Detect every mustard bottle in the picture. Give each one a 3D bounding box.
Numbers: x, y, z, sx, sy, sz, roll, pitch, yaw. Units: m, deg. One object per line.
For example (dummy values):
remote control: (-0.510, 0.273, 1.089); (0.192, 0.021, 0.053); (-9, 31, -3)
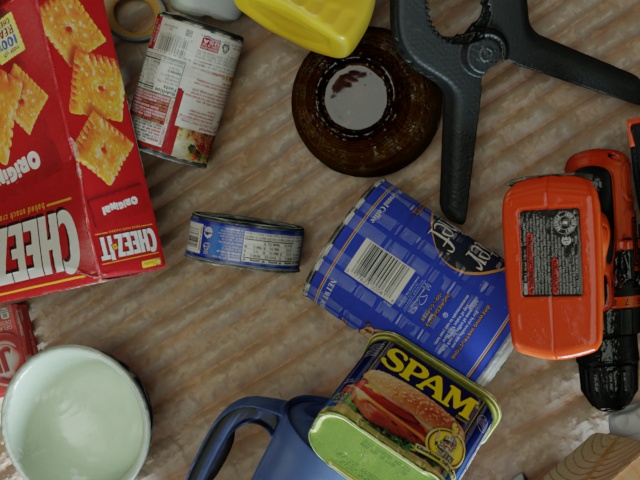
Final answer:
mustard bottle: (0.023, -0.228, 0.750); (0.096, 0.058, 0.191); (28, 77, 10)

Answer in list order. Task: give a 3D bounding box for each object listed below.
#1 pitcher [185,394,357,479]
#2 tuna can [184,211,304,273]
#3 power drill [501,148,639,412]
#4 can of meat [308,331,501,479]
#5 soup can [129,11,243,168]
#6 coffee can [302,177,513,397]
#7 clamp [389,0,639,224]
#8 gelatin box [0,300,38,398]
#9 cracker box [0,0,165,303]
pitcher: (-0.028, 0.238, 0.774); (0.149, 0.144, 0.243); (41, 107, 46)
tuna can: (-0.055, 0.001, 0.784); (0.086, 0.086, 0.034); (9, 93, 12)
power drill: (0.169, 0.029, 0.687); (0.057, 0.187, 0.184); (-5, 89, 24)
can of meat: (0.053, 0.120, 0.691); (0.102, 0.083, 0.057); (33, 134, 11)
soup can: (-0.103, -0.112, 0.797); (0.068, 0.068, 0.102); (19, 97, 10)
coffee can: (0.073, 0.036, 0.749); (0.140, 0.102, 0.103); (34, 100, 8)
clamp: (0.119, -0.132, 0.725); (0.164, 0.036, 0.210); (-28, 112, 3)
gelatin box: (-0.274, 0.094, 0.865); (0.089, 0.030, 0.073); (-12, 91, 13)
cracker box: (-0.214, -0.066, 0.791); (0.164, 0.071, 0.214); (-12, 90, 40)
